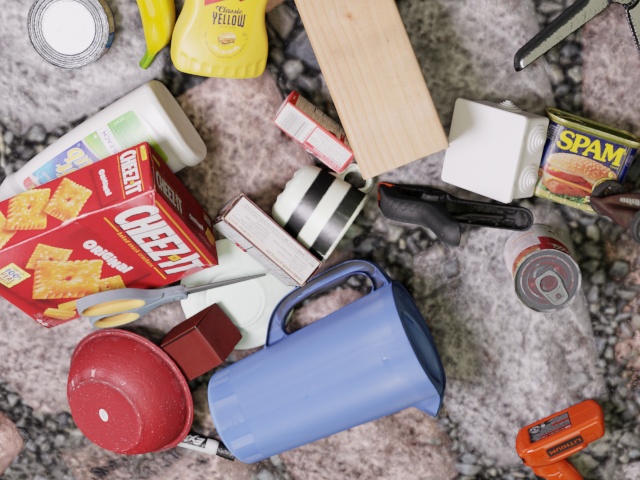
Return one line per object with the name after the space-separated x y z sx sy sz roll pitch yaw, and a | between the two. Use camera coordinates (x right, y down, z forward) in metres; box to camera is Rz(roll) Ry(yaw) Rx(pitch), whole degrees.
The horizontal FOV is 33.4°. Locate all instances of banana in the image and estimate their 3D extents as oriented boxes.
-0.197 -0.275 1.082 0.070 0.037 0.198 -22 104 9 | banana

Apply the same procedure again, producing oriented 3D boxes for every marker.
-0.151 0.233 1.238 0.121 0.020 0.020 16 107 -1 | marker

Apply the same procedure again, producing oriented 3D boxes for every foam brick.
-0.135 0.114 1.173 0.078 0.053 0.051 -31 102 35 | foam brick

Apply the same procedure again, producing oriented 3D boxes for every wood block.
0.050 -0.173 1.052 0.090 0.090 0.206 -21 95 10 | wood block

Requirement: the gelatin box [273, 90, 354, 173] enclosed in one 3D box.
-0.004 -0.112 1.100 0.089 0.073 0.030 37 106 -8 | gelatin box

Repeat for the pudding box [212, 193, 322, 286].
-0.057 0.001 1.125 0.113 0.090 0.039 39 80 -8 | pudding box

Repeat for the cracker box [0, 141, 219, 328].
-0.235 0.003 1.104 0.214 0.072 0.164 -20 147 9 | cracker box

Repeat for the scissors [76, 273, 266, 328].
-0.166 0.065 1.158 0.201 0.096 0.016 -6 68 -24 | scissors

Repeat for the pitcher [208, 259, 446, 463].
0.001 0.139 1.152 0.243 0.149 0.145 -25 131 13 | pitcher

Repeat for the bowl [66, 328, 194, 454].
-0.223 0.180 1.181 0.162 0.055 0.162 11 118 21 | bowl

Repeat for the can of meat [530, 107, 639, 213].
0.267 -0.081 1.101 0.102 0.057 0.084 17 109 -2 | can of meat

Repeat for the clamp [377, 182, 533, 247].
0.129 -0.031 1.091 0.120 0.172 0.039 -1 108 -32 | clamp

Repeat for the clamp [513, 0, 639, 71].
0.307 -0.238 1.062 0.164 0.036 0.210 22 106 -3 | clamp

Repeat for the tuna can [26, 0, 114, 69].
-0.257 -0.221 1.104 0.086 0.033 0.086 1 106 3 | tuna can

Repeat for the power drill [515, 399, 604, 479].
0.317 0.276 1.202 0.184 0.057 0.187 -26 103 11 | power drill

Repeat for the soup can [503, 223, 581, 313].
0.229 0.027 1.111 0.068 0.102 0.068 1 106 3 | soup can

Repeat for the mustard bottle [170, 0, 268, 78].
-0.089 -0.258 1.050 0.096 0.058 0.192 3 118 -16 | mustard bottle

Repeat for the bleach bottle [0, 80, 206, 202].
-0.251 -0.064 1.136 0.251 0.068 0.102 -32 98 14 | bleach bottle
